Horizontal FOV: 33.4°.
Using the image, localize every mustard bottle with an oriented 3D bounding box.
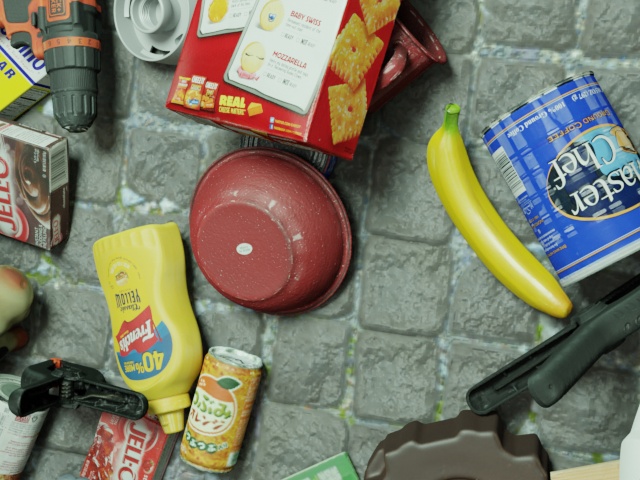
[{"bbox_3d":[-0.155,0.085,0.997,0.096,0.058,0.191,-14,86,37],"label":"mustard bottle"}]

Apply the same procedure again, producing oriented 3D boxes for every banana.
[{"bbox_3d":[0.140,-0.016,0.892,0.037,0.070,0.198,-31,88,-16],"label":"banana"}]

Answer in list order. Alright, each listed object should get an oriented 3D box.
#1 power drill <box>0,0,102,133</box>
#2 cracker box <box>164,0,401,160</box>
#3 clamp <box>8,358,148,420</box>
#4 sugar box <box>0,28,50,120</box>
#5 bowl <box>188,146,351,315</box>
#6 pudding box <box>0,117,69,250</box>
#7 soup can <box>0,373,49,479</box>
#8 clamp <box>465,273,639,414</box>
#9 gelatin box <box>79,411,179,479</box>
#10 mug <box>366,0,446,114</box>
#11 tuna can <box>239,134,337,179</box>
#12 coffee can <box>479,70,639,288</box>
[{"bbox_3d":[-0.292,-0.185,0.998,0.188,0.057,0.184,-4,85,15],"label":"power drill"},{"bbox_3d":[-0.021,-0.186,0.863,0.164,0.072,0.214,17,90,39],"label":"cracker box"},{"bbox_3d":[-0.242,0.137,0.985,0.172,0.120,0.039,5,84,59],"label":"clamp"},{"bbox_3d":[-0.328,-0.164,1.061,0.176,0.048,0.093,-35,80,18],"label":"sugar box"},{"bbox_3d":[-0.056,0.001,0.942,0.162,0.055,0.162,8,112,20],"label":"bowl"},{"bbox_3d":[-0.290,-0.056,1.037,0.090,0.039,0.113,17,118,18],"label":"pudding box"},{"bbox_3d":[-0.316,0.192,1.057,0.068,0.068,0.102,28,100,16],"label":"soup can"},{"bbox_3d":[0.211,0.074,0.843,0.209,0.165,0.036,-33,87,-20],"label":"clamp"},{"bbox_3d":[-0.184,0.203,1.030,0.073,0.030,0.089,24,100,17],"label":"gelatin box"},{"bbox_3d":[0.047,-0.155,0.896,0.082,0.117,0.093,-38,117,21],"label":"mug"},{"bbox_3d":[-0.028,-0.084,0.963,0.086,0.033,0.086,1,92,20],"label":"tuna can"},{"bbox_3d":[0.204,-0.047,0.845,0.103,0.102,0.140,-30,82,18],"label":"coffee can"}]
